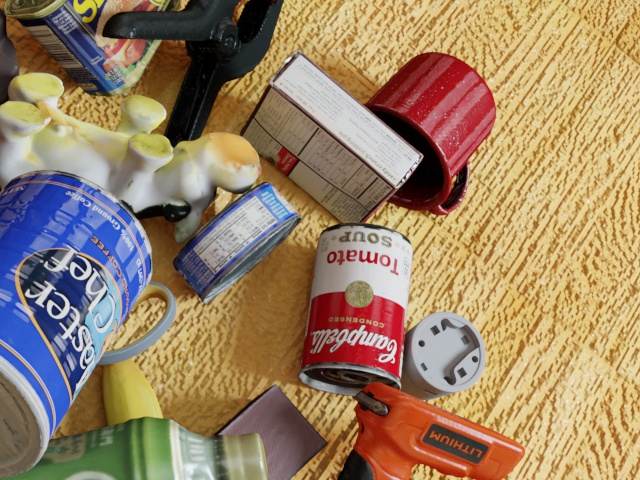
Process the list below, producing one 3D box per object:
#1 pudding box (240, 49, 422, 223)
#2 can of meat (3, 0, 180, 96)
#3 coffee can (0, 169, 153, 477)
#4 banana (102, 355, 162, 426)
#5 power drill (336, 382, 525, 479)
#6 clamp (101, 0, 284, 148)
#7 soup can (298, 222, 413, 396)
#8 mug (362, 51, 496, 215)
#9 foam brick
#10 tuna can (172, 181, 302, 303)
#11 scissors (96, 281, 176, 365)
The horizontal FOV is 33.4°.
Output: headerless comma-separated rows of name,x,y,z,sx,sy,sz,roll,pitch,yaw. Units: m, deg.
pudding box,0.005,-0.066,0.738,0.113,0.090,0.039,39,64,-3
can of meat,-0.149,-0.159,0.716,0.084,0.058,0.102,51,55,-43
coffee can,-0.165,0.042,0.581,0.102,0.103,0.140,32,40,-6
banana,-0.124,0.166,0.640,0.069,0.037,0.197,20,66,-12
power drill,0.054,0.196,0.653,0.184,0.057,0.187,26,84,-19
clamp,-0.078,-0.128,0.746,0.039,0.120,0.171,20,42,31
soup can,0.025,0.047,0.718,0.068,0.069,0.102,14,67,-15
mug,0.079,-0.073,0.775,0.081,0.093,0.117,-48,122,-31
foam brick,-0.045,0.137,0.669,0.078,0.053,0.051,-39,87,-26
tuna can,-0.055,0.001,0.696,0.086,0.086,0.034,-39,86,-27
scissors,-0.189,0.064,0.662,0.201,0.016,0.096,-23,62,-13
